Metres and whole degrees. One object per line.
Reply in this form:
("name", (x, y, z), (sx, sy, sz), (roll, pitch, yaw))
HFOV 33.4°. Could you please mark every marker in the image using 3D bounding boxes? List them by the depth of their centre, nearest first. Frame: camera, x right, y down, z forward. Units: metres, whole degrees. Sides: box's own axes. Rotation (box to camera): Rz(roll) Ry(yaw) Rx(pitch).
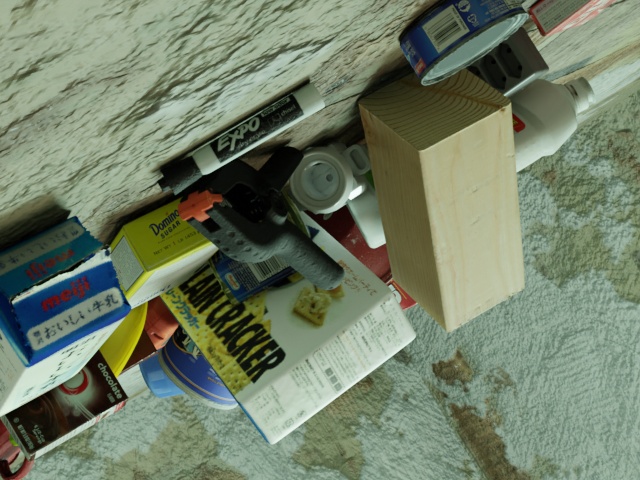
("marker", (-0.053, -0.066, 0.701), (0.121, 0.020, 0.020), (-31, 175, -3))

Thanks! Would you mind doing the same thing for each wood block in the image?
("wood block", (0.107, -0.035, 0.899), (0.090, 0.091, 0.206), (-28, 134, -15))

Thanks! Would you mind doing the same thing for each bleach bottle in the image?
("bleach bottle", (0.137, -0.090, 1.009), (0.251, 0.103, 0.068), (-27, 137, 1))

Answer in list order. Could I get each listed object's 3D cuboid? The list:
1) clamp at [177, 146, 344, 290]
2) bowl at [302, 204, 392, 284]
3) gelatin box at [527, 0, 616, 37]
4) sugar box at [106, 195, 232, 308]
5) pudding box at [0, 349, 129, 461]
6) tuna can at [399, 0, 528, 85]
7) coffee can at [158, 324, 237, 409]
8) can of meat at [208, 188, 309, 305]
("clamp", (-0.045, -0.030, 0.790), (0.039, 0.120, 0.171), (-31, 155, 22))
("bowl", (0.024, -0.019, 1.100), (0.162, 0.162, 0.055), (-33, 138, 24))
("gelatin box", (0.228, -0.209, 0.893), (0.073, 0.030, 0.089), (-26, 172, -46))
("sugar box", (-0.130, 0.011, 0.860), (0.093, 0.048, 0.176), (-28, 178, -28))
("pudding box", (-0.221, 0.105, 0.850), (0.089, 0.113, 0.039), (-29, 172, -27))
("tuna can", (0.098, -0.145, 0.735), (0.086, 0.034, 0.086), (-31, 175, -3))
("coffee can", (-0.093, 0.094, 1.135), (0.140, 0.103, 0.102), (-55, 169, 14))
("can of meat", (-0.056, 0.001, 0.945), (0.084, 0.057, 0.102), (-29, -149, 4))
